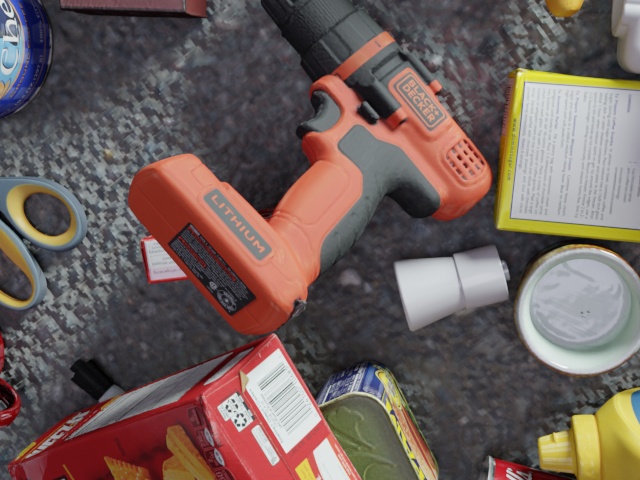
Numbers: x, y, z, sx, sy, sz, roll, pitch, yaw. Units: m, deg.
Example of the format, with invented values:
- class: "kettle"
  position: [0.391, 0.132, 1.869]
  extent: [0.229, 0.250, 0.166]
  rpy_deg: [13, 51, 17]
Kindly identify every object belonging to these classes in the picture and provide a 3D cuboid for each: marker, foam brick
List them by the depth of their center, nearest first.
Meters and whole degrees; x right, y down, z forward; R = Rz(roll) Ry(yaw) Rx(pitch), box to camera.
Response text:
- class: "foam brick"
  position: [-0.111, -0.160, 0.632]
  extent: [0.078, 0.053, 0.051]
  rpy_deg: [3, 100, 8]
- class: "marker"
  position: [-0.116, 0.121, 0.695]
  extent: [0.121, 0.020, 0.020]
  rpy_deg: [43, 102, 0]

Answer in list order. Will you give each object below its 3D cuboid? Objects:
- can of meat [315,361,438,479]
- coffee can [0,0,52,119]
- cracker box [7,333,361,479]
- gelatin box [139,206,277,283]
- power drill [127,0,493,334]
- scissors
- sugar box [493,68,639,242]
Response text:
- class: "can of meat"
  position: [0.032, 0.130, 0.642]
  extent: [0.057, 0.084, 0.102]
  rpy_deg: [-25, 95, 11]
- class: "coffee can"
  position: [-0.228, -0.115, 0.612]
  extent: [0.103, 0.140, 0.103]
  rpy_deg: [1, 99, 8]
- class: "cracker box"
  position: [-0.070, 0.163, 0.617]
  extent: [0.214, 0.072, 0.164]
  rpy_deg: [-25, 98, 43]
- class: "gelatin box"
  position: [-0.054, 0.001, 0.639]
  extent: [0.089, 0.073, 0.030]
  rpy_deg: [-8, 98, 10]
- class: "power drill"
  position: [-0.012, -0.054, 0.581]
  extent: [0.184, 0.057, 0.187]
  rpy_deg: [49, 58, 0]
- class: "scissors"
  position: [-0.225, -0.050, 0.686]
  extent: [0.096, 0.016, 0.202]
  rpy_deg: [-30, 94, 10]
- class: "sugar box"
  position: [0.192, -0.045, 0.611]
  extent: [0.176, 0.048, 0.093]
  rpy_deg: [6, 100, 4]
